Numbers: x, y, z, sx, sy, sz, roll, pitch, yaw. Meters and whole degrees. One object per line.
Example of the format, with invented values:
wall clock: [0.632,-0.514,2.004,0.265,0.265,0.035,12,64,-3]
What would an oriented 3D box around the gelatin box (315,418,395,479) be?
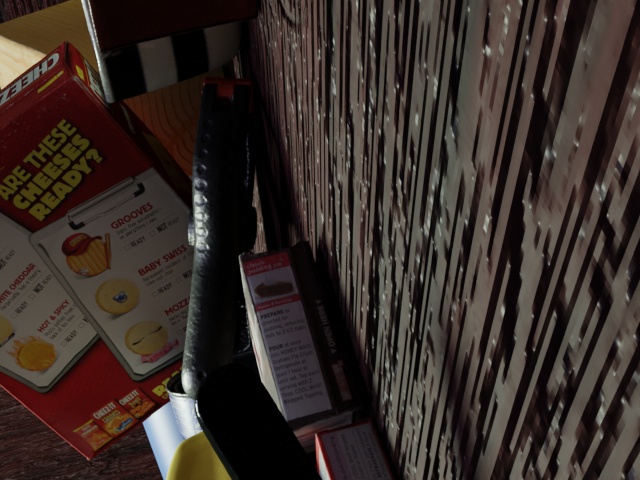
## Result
gelatin box: [0.024,0.136,0.465,0.089,0.030,0.073,-113,14,-45]

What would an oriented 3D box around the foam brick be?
foam brick: [-0.072,-0.130,0.491,0.051,0.078,0.053,88,165,-59]

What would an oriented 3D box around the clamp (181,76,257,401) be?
clamp: [-0.054,0.001,0.576,0.120,0.039,0.171,-98,7,-74]

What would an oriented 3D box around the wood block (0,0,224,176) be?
wood block: [-0.154,-0.109,0.763,0.206,0.090,0.090,27,135,50]

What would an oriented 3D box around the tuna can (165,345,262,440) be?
tuna can: [-0.046,0.090,0.632,0.086,0.086,0.034,-150,45,-77]

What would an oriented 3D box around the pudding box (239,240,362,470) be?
pudding box: [-0.011,0.064,0.533,0.113,0.039,0.090,96,158,-65]

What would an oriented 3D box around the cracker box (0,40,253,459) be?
cracker box: [-0.147,0.012,0.653,0.213,0.164,0.072,51,-174,-33]

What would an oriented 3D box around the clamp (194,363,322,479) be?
clamp: [0.034,0.151,0.353,0.165,0.036,0.210,30,146,50]
